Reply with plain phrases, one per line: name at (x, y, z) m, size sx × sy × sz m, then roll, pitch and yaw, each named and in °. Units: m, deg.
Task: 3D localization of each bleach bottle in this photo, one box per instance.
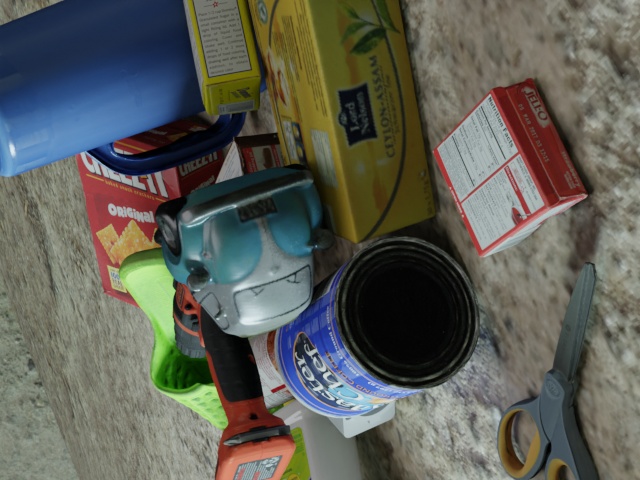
bleach bottle at (0.006, 0.264, 0.902) m, size 0.103 × 0.067 × 0.251 m, roll -39°, pitch 52°, yaw 39°

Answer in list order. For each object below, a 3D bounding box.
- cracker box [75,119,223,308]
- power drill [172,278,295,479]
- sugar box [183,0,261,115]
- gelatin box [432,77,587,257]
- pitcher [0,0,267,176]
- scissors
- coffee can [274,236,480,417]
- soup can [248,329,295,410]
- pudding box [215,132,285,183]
cracker box at (-0.172, -0.024, 1.120) m, size 0.164 × 0.072 × 0.214 m, roll 18°, pitch 127°, yaw 36°
power drill at (-0.079, 0.107, 0.862) m, size 0.185 × 0.057 × 0.188 m, roll 108°, pitch 147°, yaw -59°
sugar box at (-0.080, -0.187, 0.780) m, size 0.093 × 0.048 × 0.176 m, roll 125°, pitch 136°, yaw -82°
gelatin box at (0.106, -0.040, 0.608) m, size 0.073 × 0.030 × 0.089 m, roll 67°, pitch 156°, yaw 12°
pitcher at (-0.165, -0.133, 0.864) m, size 0.149 × 0.242 × 0.145 m, roll 60°, pitch 154°, yaw 8°
scissors at (0.152, 0.105, 0.636) m, size 0.096 × 0.016 × 0.202 m, roll 56°, pitch 153°, yaw 26°
coffee can at (0.035, 0.065, 0.751) m, size 0.103 × 0.102 × 0.140 m, roll 67°, pitch 157°, yaw 8°
soup can at (-0.035, 0.107, 0.941) m, size 0.102 × 0.068 × 0.068 m, roll -32°, pitch 77°, yaw 42°
pudding box at (-0.034, -0.043, 0.833) m, size 0.114 × 0.089 × 0.039 m, roll 119°, pitch 137°, yaw -59°
